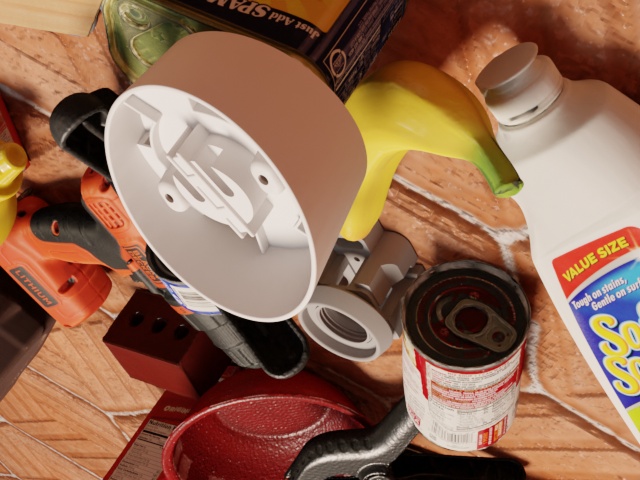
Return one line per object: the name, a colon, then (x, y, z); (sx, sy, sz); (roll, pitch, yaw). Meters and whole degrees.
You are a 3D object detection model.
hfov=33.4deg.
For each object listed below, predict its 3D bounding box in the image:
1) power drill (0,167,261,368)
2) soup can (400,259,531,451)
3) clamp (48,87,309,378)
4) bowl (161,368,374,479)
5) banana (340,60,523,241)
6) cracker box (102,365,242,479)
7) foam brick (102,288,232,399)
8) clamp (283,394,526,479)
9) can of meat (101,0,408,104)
power drill: (-0.131, 0.020, 0.737); (0.188, 0.057, 0.184); (-7, 129, 44)
soup can: (0.080, 0.067, 0.598); (0.069, 0.068, 0.102); (20, 148, 20)
clamp: (-0.087, -0.034, 0.529); (0.164, 0.036, 0.210); (53, 178, -35)
bowl: (-0.035, 0.141, 0.785); (0.162, 0.055, 0.162); (-2, 135, -2)
banana: (0.030, -0.040, 0.484); (0.198, 0.037, 0.069); (162, 98, -75)
cracker box: (-0.104, 0.228, 0.857); (0.072, 0.213, 0.164); (6, 141, 40)
foam brick: (-0.113, 0.079, 0.807); (0.078, 0.053, 0.051); (11, 144, 31)
clamp: (0.042, 0.145, 0.728); (0.172, 0.039, 0.120); (-17, 120, 17)
can of meat: (-0.023, -0.094, 0.439); (0.102, 0.083, 0.057); (24, 150, 13)
